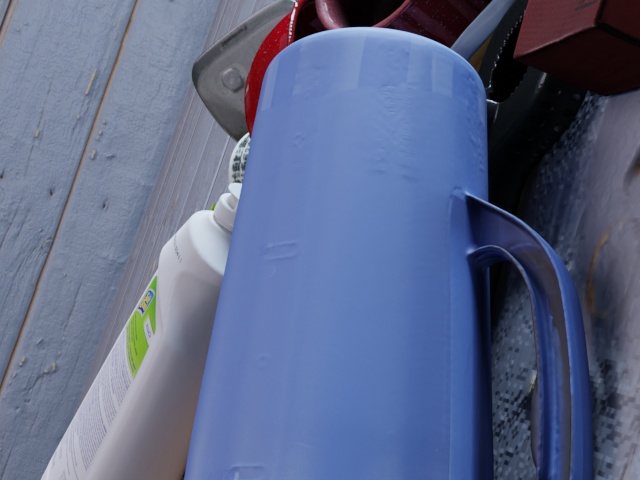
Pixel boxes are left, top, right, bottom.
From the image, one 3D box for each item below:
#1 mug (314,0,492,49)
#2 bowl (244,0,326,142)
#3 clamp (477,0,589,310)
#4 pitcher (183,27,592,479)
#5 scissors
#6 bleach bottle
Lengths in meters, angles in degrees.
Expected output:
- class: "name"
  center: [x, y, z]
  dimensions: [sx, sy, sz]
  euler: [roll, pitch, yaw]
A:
- class: "mug"
  center: [0.066, -0.153, 0.658]
  dimensions: [0.117, 0.081, 0.093]
  euler: [-19, 59, 37]
- class: "bowl"
  center: [-0.004, -0.079, 0.699]
  dimensions: [0.055, 0.162, 0.162]
  euler: [-13, 47, 24]
- class: "clamp"
  center: [0.091, -0.059, 0.558]
  dimensions: [0.164, 0.036, 0.210]
  euler: [-107, 36, -64]
- class: "pitcher"
  center: [0.024, 0.032, 0.464]
  dimensions: [0.145, 0.149, 0.243]
  euler: [117, 160, -67]
- class: "scissors"
  center: [0.118, -0.146, 0.602]
  dimensions: [0.202, 0.016, 0.096]
  euler: [-51, -7, 9]
- class: "bleach bottle"
  center: [-0.093, 0.082, 0.638]
  dimensions: [0.251, 0.068, 0.103]
  euler: [-61, 29, 20]
